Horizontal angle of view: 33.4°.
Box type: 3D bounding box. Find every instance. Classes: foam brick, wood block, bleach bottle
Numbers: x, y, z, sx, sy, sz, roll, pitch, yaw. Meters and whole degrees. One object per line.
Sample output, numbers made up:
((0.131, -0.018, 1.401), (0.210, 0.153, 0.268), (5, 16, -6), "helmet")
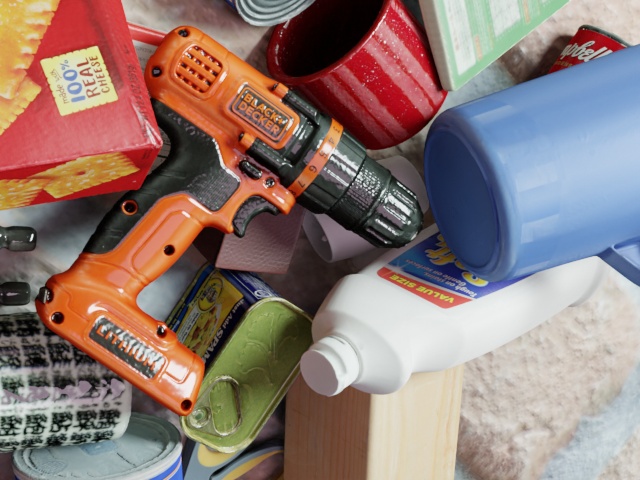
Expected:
((-0.043, -0.024, 0.672), (0.052, 0.051, 0.078), (10, 105, -32), "foam brick")
((0.034, 0.156, 0.751), (0.090, 0.091, 0.206), (-15, 117, -39), "wood block")
((0.085, 0.039, 0.685), (0.250, 0.103, 0.068), (-27, 146, -44), "bleach bottle")

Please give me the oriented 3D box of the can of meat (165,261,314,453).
((-0.060, 0.070, 0.680), (0.057, 0.084, 0.102), (33, 92, -34), "can of meat")

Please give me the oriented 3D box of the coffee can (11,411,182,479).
((-0.134, 0.192, 0.668), (0.102, 0.103, 0.140), (-9, 106, -25), "coffee can")

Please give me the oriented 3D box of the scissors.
((-0.109, 0.175, 0.737), (0.201, 0.016, 0.096), (-21, 116, -20), "scissors")

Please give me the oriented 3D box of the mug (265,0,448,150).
((0.018, -0.101, 0.657), (0.117, 0.093, 0.081), (-42, 129, 9), "mug")

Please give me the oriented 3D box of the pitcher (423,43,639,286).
((0.196, -0.048, 0.659), (0.242, 0.149, 0.145), (-17, 122, -16), "pitcher")

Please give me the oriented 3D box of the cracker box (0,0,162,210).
((-0.200, -0.092, 0.502), (0.213, 0.072, 0.164), (-11, 76, -24), "cracker box")

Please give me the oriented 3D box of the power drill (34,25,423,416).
((-0.054, 0.001, 0.600), (0.184, 0.057, 0.187), (35, 81, -11), "power drill")
